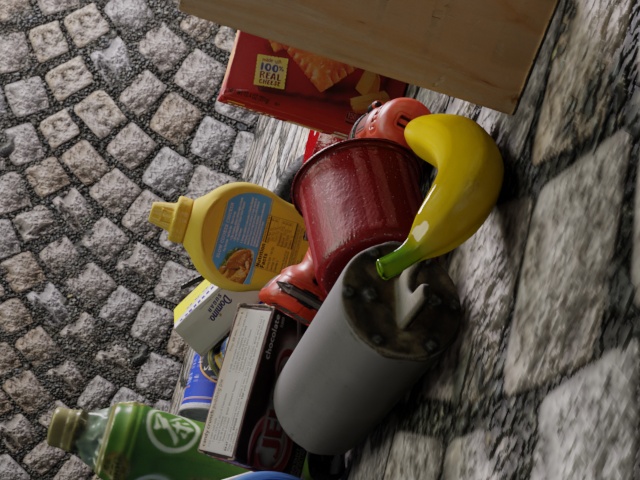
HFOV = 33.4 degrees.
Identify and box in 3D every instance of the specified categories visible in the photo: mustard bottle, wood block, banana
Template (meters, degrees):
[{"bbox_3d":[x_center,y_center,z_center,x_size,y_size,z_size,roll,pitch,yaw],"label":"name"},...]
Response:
[{"bbox_3d":[-0.056,0.001,0.938,0.058,0.191,0.096,162,124,-80],"label":"mustard bottle"},{"bbox_3d":[0.028,-0.155,0.646,0.091,0.206,0.090,-97,24,-70],"label":"wood block"},{"bbox_3d":[0.074,-0.041,0.629,0.197,0.070,0.037,-69,-33,-62],"label":"banana"}]

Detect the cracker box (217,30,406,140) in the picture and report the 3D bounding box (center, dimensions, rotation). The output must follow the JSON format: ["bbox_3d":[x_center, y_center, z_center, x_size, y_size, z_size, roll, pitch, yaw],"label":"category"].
[{"bbox_3d":[0.012,-0.209,0.989,0.072,0.164,0.214,-161,87,-80],"label":"cracker box"}]

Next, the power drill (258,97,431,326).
[{"bbox_3d":[0.018,-0.023,0.857,0.187,0.057,0.184,-62,5,-6],"label":"power drill"}]

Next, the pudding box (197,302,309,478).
[{"bbox_3d":[-0.037,0.112,0.779,0.090,0.039,0.113,35,-117,-54],"label":"pudding box"}]

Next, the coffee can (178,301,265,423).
[{"bbox_3d":[-0.096,0.143,1.226,0.103,0.102,0.140,125,160,-65],"label":"coffee can"}]

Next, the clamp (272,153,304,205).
[{"bbox_3d":[-0.040,-0.045,1.218,0.172,0.039,0.120,-56,-22,16],"label":"clamp"}]

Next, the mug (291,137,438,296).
[{"bbox_3d":[0.036,-0.002,0.724,0.117,0.093,0.081,59,-165,-49],"label":"mug"}]

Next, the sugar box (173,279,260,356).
[{"bbox_3d":[-0.108,0.065,1.114,0.093,0.048,0.176,-44,5,-5],"label":"sugar box"}]
